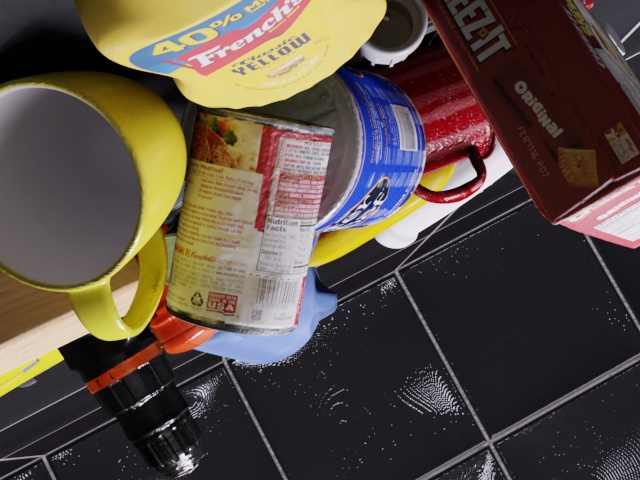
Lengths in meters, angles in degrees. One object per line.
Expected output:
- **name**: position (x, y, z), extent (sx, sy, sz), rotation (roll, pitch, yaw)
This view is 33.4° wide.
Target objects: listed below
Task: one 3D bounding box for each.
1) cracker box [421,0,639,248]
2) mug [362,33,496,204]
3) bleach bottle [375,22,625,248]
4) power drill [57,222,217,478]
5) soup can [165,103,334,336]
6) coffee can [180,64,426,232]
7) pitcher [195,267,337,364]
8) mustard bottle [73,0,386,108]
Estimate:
- **cracker box**: position (0.153, -0.083, 0.646), extent (0.072, 0.164, 0.213), rotation (-34, 162, 21)
- **mug**: position (0.067, -0.075, 0.722), extent (0.081, 0.117, 0.093), rotation (-22, 160, -13)
- **bleach bottle**: position (0.140, -0.094, 0.893), extent (0.251, 0.102, 0.068), rotation (-31, 165, 28)
- **power drill**: position (-0.121, 0.059, 0.736), extent (0.057, 0.184, 0.187), rotation (-29, -177, 8)
- **soup can**: position (-0.035, -0.011, 0.521), extent (0.068, 0.102, 0.068), rotation (10, -172, -2)
- **coffee can**: position (-0.005, -0.055, 0.619), extent (0.103, 0.103, 0.140), rotation (-31, 173, 19)
- **pitcher**: position (-0.091, 0.047, 0.985), extent (0.149, 0.145, 0.242), rotation (-41, 169, 3)
- **mustard bottle**: position (-0.036, -0.096, 0.388), extent (0.096, 0.058, 0.191), rotation (-25, 173, 11)
